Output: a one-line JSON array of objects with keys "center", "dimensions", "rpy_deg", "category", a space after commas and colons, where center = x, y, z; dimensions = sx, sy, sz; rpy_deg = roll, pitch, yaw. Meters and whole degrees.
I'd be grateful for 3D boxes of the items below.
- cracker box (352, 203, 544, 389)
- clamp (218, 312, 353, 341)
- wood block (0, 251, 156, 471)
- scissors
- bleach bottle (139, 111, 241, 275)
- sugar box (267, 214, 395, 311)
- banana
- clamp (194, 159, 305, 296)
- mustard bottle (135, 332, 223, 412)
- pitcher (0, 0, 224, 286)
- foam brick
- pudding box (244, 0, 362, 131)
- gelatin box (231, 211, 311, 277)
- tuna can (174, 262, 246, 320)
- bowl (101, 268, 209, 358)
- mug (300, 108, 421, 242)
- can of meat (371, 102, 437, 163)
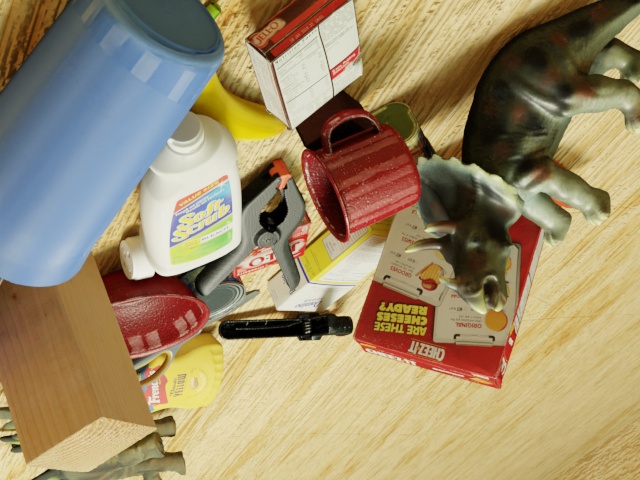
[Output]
[{"center": [0.149, 0.038, 1.180], "dimensions": [0.164, 0.213, 0.072], "rpy_deg": [14, 165, 20], "category": "cracker box"}, {"center": [-0.009, 0.112, 1.385], "dimensions": [0.165, 0.036, 0.209], "rpy_deg": [-6, 173, 32], "category": "clamp"}, {"center": [-0.243, 0.101, 0.998], "dimensions": [0.090, 0.206, 0.090], "rpy_deg": [-33, 154, 14], "category": "wood block"}, {"center": [-0.167, 0.096, 1.273], "dimensions": [0.201, 0.016, 0.096], "rpy_deg": [-42, 125, -15], "category": "scissors"}, {"center": [-0.122, -0.045, 0.952], "dimensions": [0.102, 0.068, 0.251], "rpy_deg": [-22, 163, -10], "category": "bleach bottle"}, {"center": [0.024, 0.023, 1.292], "dimensions": [0.176, 0.048, 0.093], "rpy_deg": [-38, 153, 32], "category": "sugar box"}, {"center": [-0.082, -0.125, 0.913], "dimensions": [0.069, 0.037, 0.197], "rpy_deg": [-27, 155, 3], "category": "banana"}, {"center": [-0.070, -0.005, 1.113], "dimensions": [0.120, 0.039, 0.171], "rpy_deg": [-13, 132, -25], "category": "clamp"}, {"center": [-0.215, 0.171, 1.319], "dimensions": [0.191, 0.058, 0.096], "rpy_deg": [-4, 120, -37], "category": "mustard bottle"}, {"center": [-0.175, -0.091, 0.806], "dimensions": [0.144, 0.149, 0.243], "rpy_deg": [19, 128, -37], "category": "pitcher"}, {"center": [0.012, -0.110, 1.014], "dimensions": [0.053, 0.051, 0.078], "rpy_deg": [-34, 154, 16], "category": "foam brick"}, {"center": [-0.011, -0.155, 0.897], "dimensions": [0.090, 0.039, 0.113], "rpy_deg": [-39, 155, -11], "category": "pudding box"}, {"center": [-0.058, 0.001, 1.188], "dimensions": [0.089, 0.030, 0.073], "rpy_deg": [-17, 153, -17], "category": "gelatin box"}, {"center": [-0.131, 0.059, 1.228], "dimensions": [0.086, 0.034, 0.086], "rpy_deg": [-21, 155, -11], "category": "tuna can"}, {"center": [-0.203, 0.073, 1.147], "dimensions": [0.162, 0.055, 0.162], "rpy_deg": [-14, 155, -7], "category": "bowl"}, {"center": [0.036, -0.066, 0.970], "dimensions": [0.081, 0.093, 0.117], "rpy_deg": [-24, 119, -13], "category": "mug"}, {"center": [0.063, -0.088, 1.099], "dimensions": [0.102, 0.057, 0.084], "rpy_deg": [-29, 152, 6], "category": "can of meat"}]
